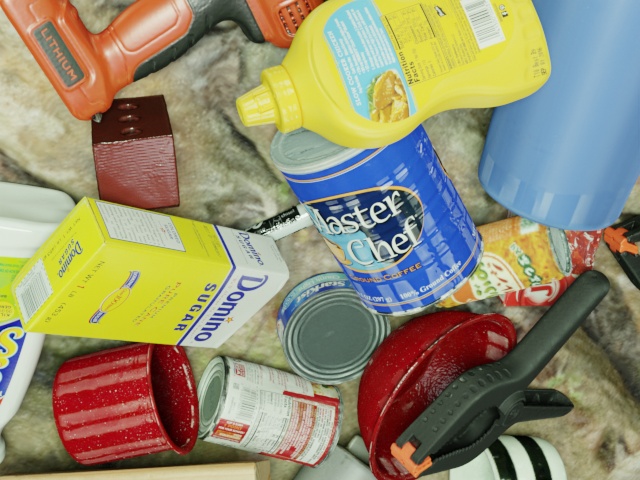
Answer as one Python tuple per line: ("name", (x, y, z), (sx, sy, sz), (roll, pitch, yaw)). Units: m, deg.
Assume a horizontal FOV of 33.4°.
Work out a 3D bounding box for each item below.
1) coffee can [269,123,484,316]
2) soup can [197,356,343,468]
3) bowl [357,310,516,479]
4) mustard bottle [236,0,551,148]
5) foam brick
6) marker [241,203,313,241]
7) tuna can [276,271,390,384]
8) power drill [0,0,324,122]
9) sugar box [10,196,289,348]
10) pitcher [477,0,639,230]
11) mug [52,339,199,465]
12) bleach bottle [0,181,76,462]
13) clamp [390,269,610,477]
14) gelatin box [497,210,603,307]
("coffee can", (0.042, -0.031, 0.756), (0.103, 0.103, 0.140), (-31, 119, 2))
("soup can", (-0.042, 0.135, 0.838), (0.102, 0.068, 0.068), (18, 110, -21))
("bowl", (0.081, 0.112, 0.843), (0.161, 0.055, 0.162), (-29, 139, -29))
("mustard bottle", (0.040, -0.110, 0.664), (0.191, 0.058, 0.096), (-20, 85, -10))
("foam brick", (-0.125, -0.059, 0.715), (0.053, 0.078, 0.051), (-7, 119, -11))
("marker", (-0.055, 0.001, 0.796), (0.121, 0.020, 0.020), (-24, 119, -1))
("tuna can", (0.009, 0.068, 0.837), (0.086, 0.034, 0.086), (-6, 117, -11))
("power drill", (-0.105, -0.174, 0.672), (0.187, 0.057, 0.184), (-27, 121, 1))
("sugar box", (-0.110, 0.028, 0.726), (0.093, 0.048, 0.175), (-44, 146, 26))
("pitcher", (0.200, -0.135, 0.738), (0.149, 0.145, 0.243), (12, 117, -6))
("mug", (-0.141, 0.122, 0.800), (0.081, 0.093, 0.117), (-13, 164, 12))
("bleach bottle", (-0.243, 0.082, 0.767), (0.102, 0.068, 0.251), (7, 116, -17))
("clamp", (0.144, 0.128, 0.846), (0.209, 0.036, 0.164), (-32, 141, -22))
("gelatin box", (0.182, 0.010, 0.852), (0.073, 0.030, 0.089), (0, 116, -14))
